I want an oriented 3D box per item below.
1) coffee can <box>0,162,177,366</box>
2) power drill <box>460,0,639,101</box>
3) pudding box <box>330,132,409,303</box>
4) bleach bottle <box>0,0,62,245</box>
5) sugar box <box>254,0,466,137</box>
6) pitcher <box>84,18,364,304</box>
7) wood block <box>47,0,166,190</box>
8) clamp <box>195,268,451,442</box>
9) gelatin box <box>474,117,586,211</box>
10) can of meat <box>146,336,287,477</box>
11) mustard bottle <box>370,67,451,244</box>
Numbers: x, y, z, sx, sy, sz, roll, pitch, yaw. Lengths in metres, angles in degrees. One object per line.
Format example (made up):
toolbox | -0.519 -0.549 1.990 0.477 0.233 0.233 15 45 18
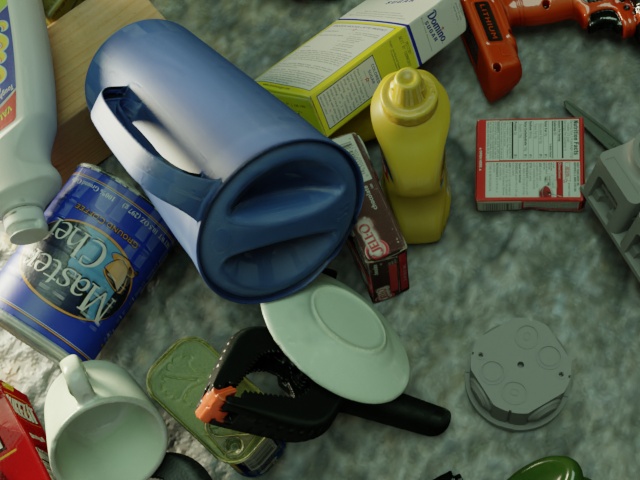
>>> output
coffee can | -0.192 0.024 0.856 0.103 0.103 0.140 28 73 17
power drill | 0.222 -0.182 0.916 0.187 0.057 0.184 -16 63 -3
pudding box | 0.034 -0.017 0.852 0.039 0.090 0.113 -19 66 -3
bleach bottle | -0.249 -0.117 0.844 0.102 0.068 0.251 -21 69 6
sugar box | 0.032 -0.153 0.893 0.176 0.048 0.093 -37 33 -25
pitcher | -0.092 -0.074 0.796 0.145 0.149 0.243 -30 47 -16
wood block | -0.217 -0.122 0.926 0.206 0.091 0.090 -38 68 -9
clamp | -0.001 0.103 0.775 0.165 0.209 0.036 46 123 17
gelatin box | 0.173 -0.062 0.882 0.089 0.030 0.073 0 74 10
can of meat | -0.074 0.129 0.807 0.102 0.084 0.057 38 77 19
mustard bottle | 0.071 -0.074 0.815 0.058 0.191 0.096 -3 67 5
